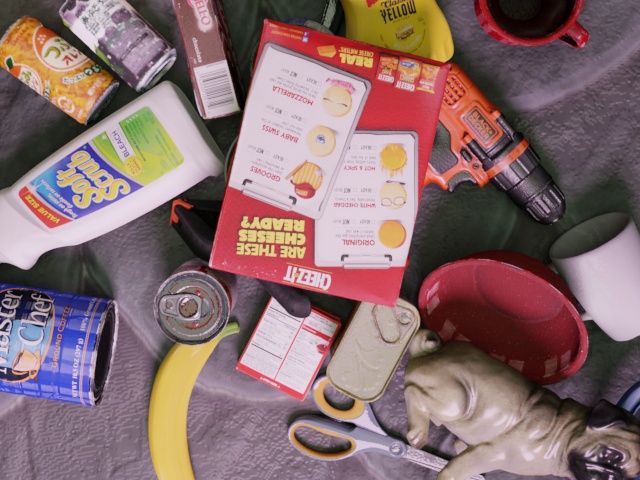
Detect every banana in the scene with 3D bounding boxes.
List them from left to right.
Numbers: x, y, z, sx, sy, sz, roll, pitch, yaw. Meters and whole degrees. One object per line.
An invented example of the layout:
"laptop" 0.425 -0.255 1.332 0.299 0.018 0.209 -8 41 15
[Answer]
"banana" -0.134 0.169 1.038 0.069 0.037 0.198 14 96 -1

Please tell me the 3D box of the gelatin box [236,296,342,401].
"gelatin box" -0.030 0.099 1.033 0.073 0.030 0.089 26 96 -1

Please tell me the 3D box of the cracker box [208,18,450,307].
"cracker box" 0.006 -0.064 0.919 0.164 0.072 0.214 13 90 -4

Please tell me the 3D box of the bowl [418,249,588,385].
"bowl" 0.175 0.061 0.990 0.162 0.055 0.162 19 138 18

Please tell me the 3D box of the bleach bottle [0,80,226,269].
"bleach bottle" -0.217 -0.042 1.002 0.251 0.068 0.102 -33 84 6

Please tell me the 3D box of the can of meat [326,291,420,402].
"can of meat" 0.048 0.091 1.004 0.057 0.084 0.102 27 96 -2

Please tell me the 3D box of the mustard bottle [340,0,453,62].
"mustard bottle" 0.053 -0.241 0.953 0.096 0.058 0.191 -20 113 -8

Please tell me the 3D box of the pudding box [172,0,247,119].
"pudding box" -0.098 -0.169 0.974 0.039 0.090 0.113 -12 97 4

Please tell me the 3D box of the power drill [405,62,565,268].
"power drill" 0.113 -0.044 1.004 0.187 0.057 0.184 -41 92 2

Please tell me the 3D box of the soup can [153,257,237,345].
"soup can" -0.114 0.054 0.992 0.068 0.102 0.068 0 97 0

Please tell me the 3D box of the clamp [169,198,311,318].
"clamp" -0.057 0.001 1.003 0.171 0.120 0.039 31 123 14

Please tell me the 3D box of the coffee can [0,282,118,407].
"coffee can" -0.269 0.095 0.999 0.140 0.103 0.103 9 96 -1

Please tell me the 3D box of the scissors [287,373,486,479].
"scissors" 0.069 0.184 1.049 0.201 0.016 0.096 6 96 0

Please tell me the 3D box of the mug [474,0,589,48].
"mug" 0.194 -0.214 0.969 0.117 0.081 0.093 35 95 -3
